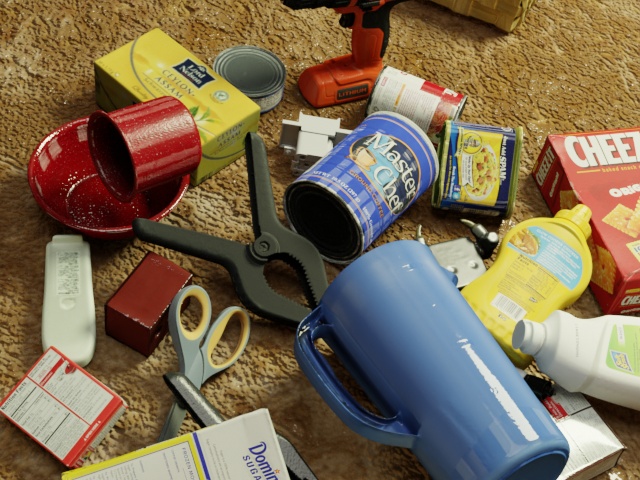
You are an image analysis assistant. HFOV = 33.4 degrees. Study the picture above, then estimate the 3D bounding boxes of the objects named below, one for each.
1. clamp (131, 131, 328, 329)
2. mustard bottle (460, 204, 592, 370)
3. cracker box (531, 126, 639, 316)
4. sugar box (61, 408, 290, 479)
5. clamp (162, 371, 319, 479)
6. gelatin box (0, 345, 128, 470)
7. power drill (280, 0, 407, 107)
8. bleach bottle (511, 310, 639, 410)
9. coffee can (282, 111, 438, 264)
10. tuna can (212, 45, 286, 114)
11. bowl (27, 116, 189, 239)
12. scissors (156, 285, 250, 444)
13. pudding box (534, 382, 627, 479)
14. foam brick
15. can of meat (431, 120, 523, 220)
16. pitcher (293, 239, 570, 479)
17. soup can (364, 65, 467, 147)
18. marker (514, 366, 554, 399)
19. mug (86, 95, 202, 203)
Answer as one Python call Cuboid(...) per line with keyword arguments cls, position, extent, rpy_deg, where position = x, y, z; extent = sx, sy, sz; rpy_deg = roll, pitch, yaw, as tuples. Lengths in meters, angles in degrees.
Cuboid(cls="clamp", position=(-0.057, 0.001, 1.050), extent=(0.210, 0.036, 0.164), rpy_deg=(42, 67, 0))
Cuboid(cls="mustard bottle", position=(0.217, 0.034, 1.076), extent=(0.096, 0.058, 0.191), rpy_deg=(36, 67, 14))
Cuboid(cls="cracker box", position=(0.350, -0.028, 1.168), extent=(0.164, 0.072, 0.214), rpy_deg=(-6, 52, -15))
Cuboid(cls="sugar box", position=(-0.114, 0.208, 0.873), extent=(0.176, 0.048, 0.093), rpy_deg=(-16, 83, -13))
Cuboid(cls="clamp", position=(-0.085, 0.200, 0.920), extent=(0.171, 0.039, 0.120), rpy_deg=(27, 75, 3))
Cuboid(cls="gelatin box", position=(-0.226, 0.147, 0.936), extent=(0.089, 0.030, 0.073), rpy_deg=(33, 73, 17))
Cuboid(cls="power drill", position=(0.027, -0.237, 1.203), extent=(0.184, 0.188, 0.057), rpy_deg=(-14, 57, -23))
Cuboid(cls="bleach bottle", position=(0.302, 0.112, 1.021), extent=(0.250, 0.068, 0.102), rpy_deg=(15, 50, -12))
Cuboid(cls="coffee can", position=(0.043, -0.056, 1.114), extent=(0.103, 0.103, 0.140), rpy_deg=(35, 54, 17))
Cuboid(cls="tuna can", position=(-0.084, -0.186, 1.241), extent=(0.086, 0.034, 0.086), rpy_deg=(5, 51, -6))
Cuboid(cls="bowl", position=(-0.217, -0.054, 1.096), extent=(0.162, 0.055, 0.162), rpy_deg=(5, 51, -6))
Cuboid(cls="scissors", position=(-0.131, 0.122, 0.967), extent=(0.096, 0.016, 0.201), rpy_deg=(52, 50, -19))
Cuboid(cls="pudding box", position=(0.211, 0.187, 0.991), extent=(0.113, 0.039, 0.090), rpy_deg=(-20, 56, -22))
Cuboid(cls="foam brick", position=(-0.163, 0.060, 1.015), extent=(0.051, 0.053, 0.078), rpy_deg=(26, 53, 11))
Cuboid(cls="can of meat", position=(0.170, -0.078, 1.164), extent=(0.084, 0.057, 0.102), rpy_deg=(7, 88, -2))
Cuboid(cls="pitcher", position=(0.098, 0.127, 0.941), extent=(0.149, 0.144, 0.243), rpy_deg=(-43, 54, 9))
Cuboid(cls="soup can", position=(0.109, -0.152, 1.227), extent=(0.102, 0.068, 0.068), rpy_deg=(23, 51, 8))
Cuboid(cls="marker", position=(0.168, 0.122, 1.019), extent=(0.121, 0.020, 0.020), rpy_deg=(22, 47, 37))
Cuboid(cls="mug", position=(-0.177, -0.095, 1.051), extent=(0.081, 0.093, 0.117), rpy_deg=(-24, 22, -32))
